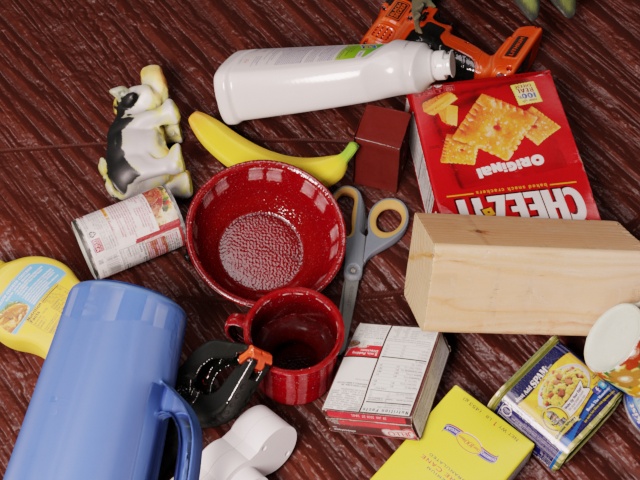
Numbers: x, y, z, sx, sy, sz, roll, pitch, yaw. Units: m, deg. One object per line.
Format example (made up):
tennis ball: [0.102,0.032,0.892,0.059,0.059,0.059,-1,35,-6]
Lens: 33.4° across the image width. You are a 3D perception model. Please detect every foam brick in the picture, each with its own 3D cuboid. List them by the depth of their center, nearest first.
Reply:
foam brick: [0.066,-0.099,1.147,0.051,0.078,0.053,14,57,11]

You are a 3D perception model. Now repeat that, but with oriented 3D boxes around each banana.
banana: [-0.052,-0.091,1.151,0.198,0.070,0.037,12,17,17]

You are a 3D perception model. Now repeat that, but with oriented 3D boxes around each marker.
marker: [-0.092,-0.012,1.122,0.121,0.020,0.020,-33,62,-20]

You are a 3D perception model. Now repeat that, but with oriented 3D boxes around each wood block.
wood block: [0.193,0.032,1.018,0.206,0.090,0.091,3,21,-8]

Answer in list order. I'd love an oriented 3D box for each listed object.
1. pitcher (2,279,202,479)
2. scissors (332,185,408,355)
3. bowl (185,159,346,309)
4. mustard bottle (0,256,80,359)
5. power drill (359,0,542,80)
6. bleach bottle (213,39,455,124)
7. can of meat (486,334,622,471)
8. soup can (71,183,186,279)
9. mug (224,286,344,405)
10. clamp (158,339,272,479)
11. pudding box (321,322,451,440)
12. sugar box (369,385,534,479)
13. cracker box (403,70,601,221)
pitcher: [-0.181,0.162,0.905,0.149,0.145,0.243,19,68,-18]
scissors: [0.052,0.026,1.100,0.096,0.016,0.202,-5,56,-4]
bowl: [-0.057,0.001,1.080,0.162,0.055,0.162,3,67,-8]
mustard bottle: [-0.269,0.069,1.044,0.192,0.058,0.096,28,66,17]
power drill: [0.161,-0.245,1.261,0.188,0.057,0.184,23,57,17]
bleach bottle: [0.018,-0.177,1.154,0.251,0.068,0.102,-2,29,20]
can of meat: [0.218,0.152,0.992,0.084,0.057,0.102,40,64,22]
soup can: [-0.194,-0.008,1.091,0.102,0.068,0.068,-23,59,-14]
mug: [-0.036,0.101,1.009,0.117,0.081,0.093,15,57,10]
clamp: [-0.115,0.150,0.961,0.172,0.039,0.120,-26,62,31]
pudding box: [0.062,0.129,0.992,0.090,0.039,0.113,2,46,26]
sugar box: [0.101,0.222,0.950,0.093,0.048,0.176,36,61,22]
cracker box: [0.188,-0.075,1.135,0.164,0.072,0.214,-7,57,-4]
